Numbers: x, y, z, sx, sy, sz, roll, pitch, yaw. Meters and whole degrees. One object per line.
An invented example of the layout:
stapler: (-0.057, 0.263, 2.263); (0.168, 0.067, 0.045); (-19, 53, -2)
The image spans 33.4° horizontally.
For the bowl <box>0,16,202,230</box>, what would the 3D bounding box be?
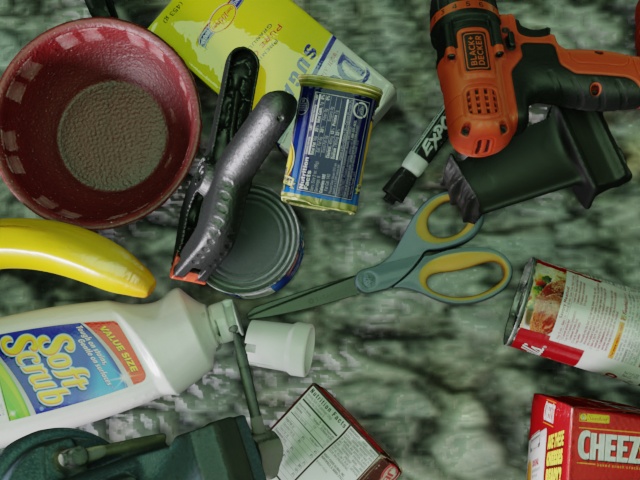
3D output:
bowl: (-0.165, -0.085, 0.815); (0.162, 0.055, 0.162); (0, 85, 4)

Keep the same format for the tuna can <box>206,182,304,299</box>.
tuna can: (-0.055, 0.001, 0.804); (0.086, 0.033, 0.086); (-2, 78, 8)

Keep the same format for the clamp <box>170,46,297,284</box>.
clamp: (-0.068, -0.053, 0.754); (0.039, 0.120, 0.172); (19, 116, -20)

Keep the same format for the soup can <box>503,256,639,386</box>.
soup can: (0.191, 0.058, 0.767); (0.102, 0.068, 0.068); (17, 86, 5)

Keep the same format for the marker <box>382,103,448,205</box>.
marker: (0.086, -0.078, 0.812); (0.020, 0.020, 0.121); (36, 88, 7)

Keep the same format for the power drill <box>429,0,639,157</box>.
power drill: (0.174, -0.148, 0.781); (0.187, 0.057, 0.184); (-3, 64, 1)

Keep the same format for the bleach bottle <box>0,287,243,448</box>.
bleach bottle: (-0.183, 0.086, 0.799); (0.251, 0.068, 0.102); (-17, 81, 0)

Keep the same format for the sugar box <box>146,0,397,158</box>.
sugar box: (-0.036, -0.133, 0.814); (0.176, 0.048, 0.093); (40, 89, 8)

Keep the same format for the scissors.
scissors: (0.044, 0.011, 0.810); (0.202, 0.016, 0.096); (-1, 83, 4)

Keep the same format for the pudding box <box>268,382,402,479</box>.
pudding box: (-0.010, 0.172, 0.767); (0.113, 0.039, 0.090); (-46, 46, -2)

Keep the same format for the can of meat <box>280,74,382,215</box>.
can of meat: (0.006, -0.063, 0.735); (0.057, 0.102, 0.084); (10, 90, 1)

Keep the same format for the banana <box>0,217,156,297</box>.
banana: (-0.213, 0.014, 0.789); (0.198, 0.037, 0.069); (-4, 124, 25)
